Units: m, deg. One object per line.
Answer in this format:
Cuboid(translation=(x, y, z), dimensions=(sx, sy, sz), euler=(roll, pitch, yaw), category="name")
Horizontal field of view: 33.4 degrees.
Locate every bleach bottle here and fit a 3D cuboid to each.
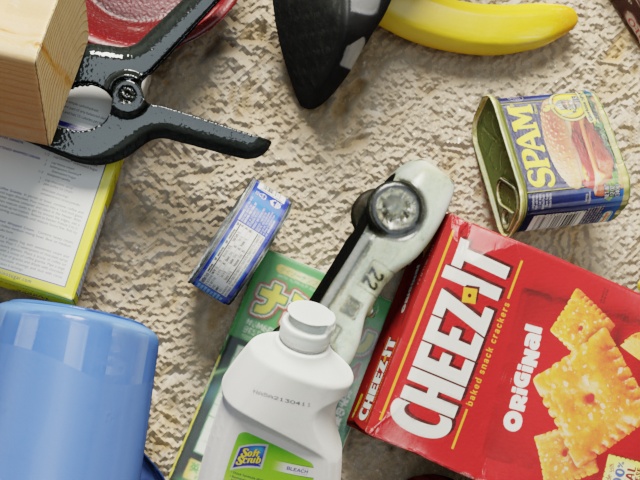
Cuboid(translation=(-0.026, 0.154, 0.676), dimensions=(0.102, 0.068, 0.251), euler=(12, 115, -7), category="bleach bottle")

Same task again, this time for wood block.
Cuboid(translation=(-0.251, -0.134, 0.626), dimensions=(0.206, 0.091, 0.090), euler=(12, 62, -2), category="wood block")

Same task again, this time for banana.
Cuboid(translation=(0.092, -0.174, 0.787), dimensions=(0.197, 0.037, 0.069), euler=(20, 86, -5), category="banana")

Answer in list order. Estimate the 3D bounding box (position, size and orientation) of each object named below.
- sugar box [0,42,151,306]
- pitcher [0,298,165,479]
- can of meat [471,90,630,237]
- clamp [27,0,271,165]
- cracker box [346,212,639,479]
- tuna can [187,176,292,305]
Cuboid(translation=(-0.185, -0.052, 0.732), dimensions=(0.093, 0.048, 0.176), euler=(18, 74, -6), category="sugar box")
Cuboid(translation=(-0.166, 0.167, 0.664), dimensions=(0.145, 0.149, 0.243), euler=(8, 78, 4), category="pitcher")
Cuboid(translation=(0.165, -0.057, 0.767), dimensions=(0.084, 0.057, 0.102), euler=(-6, 63, -10), category="can of meat")
Cuboid(translation=(-0.123, -0.106, 0.703), dimensions=(0.171, 0.039, 0.120), euler=(-7, 86, -10), category="clamp")
Cuboid(translation=(0.149, 0.096, 0.752), dimensions=(0.213, 0.072, 0.164), euler=(23, 82, -8), category="cracker box")
Cuboid(translation=(-0.055, 0.001, 0.731), dimensions=(0.033, 0.086, 0.086), euler=(32, 82, -6), category="tuna can")
